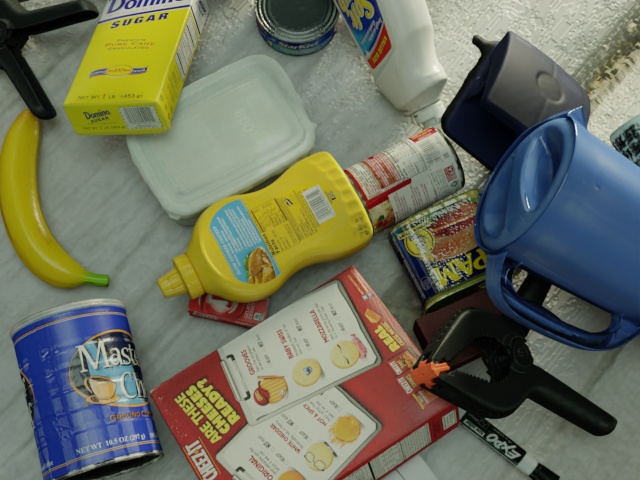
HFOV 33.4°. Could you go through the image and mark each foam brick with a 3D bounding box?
[{"bbox_3d":[0.129,0.083,0.968,0.078,0.051,0.053,-23,76,-7],"label":"foam brick"}]

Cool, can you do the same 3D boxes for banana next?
[{"bbox_3d":[-0.268,-0.030,1.008,0.069,0.037,0.198,-20,76,-26],"label":"banana"}]

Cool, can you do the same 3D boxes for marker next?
[{"bbox_3d":[0.165,0.184,0.956,0.121,0.020,0.020,38,77,10],"label":"marker"}]

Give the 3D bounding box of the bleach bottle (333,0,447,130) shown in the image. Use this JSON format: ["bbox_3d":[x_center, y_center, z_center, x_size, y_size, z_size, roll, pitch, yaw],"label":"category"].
[{"bbox_3d":[0.061,-0.225,1.011,0.068,0.103,0.251,-29,96,-29],"label":"bleach bottle"}]

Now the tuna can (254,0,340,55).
[{"bbox_3d":[-0.023,-0.229,1.066,0.086,0.034,0.086,0,74,-1],"label":"tuna can"}]

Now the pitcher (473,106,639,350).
[{"bbox_3d":[0.259,0.013,0.920,0.242,0.149,0.145,29,32,-16],"label":"pitcher"}]

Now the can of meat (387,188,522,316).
[{"bbox_3d":[0.123,0.011,0.987,0.102,0.057,0.084,-24,73,-8],"label":"can of meat"}]

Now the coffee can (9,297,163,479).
[{"bbox_3d":[-0.203,0.133,0.924,0.102,0.103,0.140,-16,75,-5],"label":"coffee can"}]

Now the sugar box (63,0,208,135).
[{"bbox_3d":[-0.170,-0.176,1.004,0.093,0.048,0.176,0,53,13],"label":"sugar box"}]

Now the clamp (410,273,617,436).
[{"bbox_3d":[0.165,0.107,0.899,0.209,0.036,0.164,-13,75,-41],"label":"clamp"}]

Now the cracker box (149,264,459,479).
[{"bbox_3d":[-0.013,0.146,0.920,0.213,0.072,0.164,-32,58,-8],"label":"cracker box"}]

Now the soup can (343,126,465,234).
[{"bbox_3d":[0.075,-0.056,0.999,0.102,0.068,0.068,-27,76,-8],"label":"soup can"}]

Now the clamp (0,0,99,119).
[{"bbox_3d":[-0.303,-0.187,1.037,0.172,0.039,0.120,14,81,22],"label":"clamp"}]

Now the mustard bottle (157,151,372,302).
[{"bbox_3d":[-0.056,0.001,0.954,0.191,0.058,0.096,-27,79,-11],"label":"mustard bottle"}]

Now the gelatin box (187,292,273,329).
[{"bbox_3d":[-0.078,0.034,0.991,0.073,0.030,0.089,13,74,3],"label":"gelatin box"}]
